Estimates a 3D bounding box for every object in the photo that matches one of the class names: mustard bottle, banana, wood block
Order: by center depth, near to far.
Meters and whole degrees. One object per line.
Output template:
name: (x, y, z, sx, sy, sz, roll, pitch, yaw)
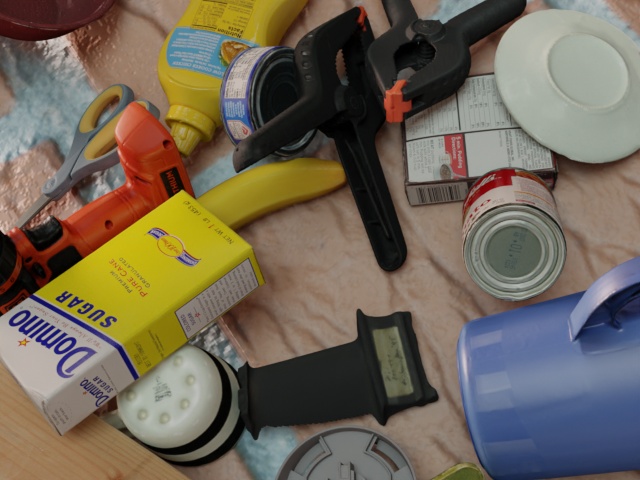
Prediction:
wood block: (-0.186, 0.172, 0.733, 0.206, 0.090, 0.090, 29, 37, 19)
banana: (-0.071, -0.010, 0.827, 0.198, 0.037, 0.069, -42, 83, -3)
mustard bottle: (-0.079, -0.155, 0.868, 0.096, 0.058, 0.191, 16, 74, 19)

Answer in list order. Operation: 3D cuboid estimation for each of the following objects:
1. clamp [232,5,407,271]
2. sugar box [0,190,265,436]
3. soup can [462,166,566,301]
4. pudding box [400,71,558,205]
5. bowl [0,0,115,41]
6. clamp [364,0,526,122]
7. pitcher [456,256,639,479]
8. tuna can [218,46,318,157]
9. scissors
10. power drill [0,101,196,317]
clamp: (0.019, -0.087, 0.805, 0.036, 0.164, 0.210, -23, 40, 39)
sugar box: (-0.136, 0.045, 0.741, 0.176, 0.048, 0.093, -36, 48, -21)
soup can: (0.131, -0.006, 0.728, 0.068, 0.102, 0.068, 2, 107, 7)
pudding box: (0.117, -0.079, 0.806, 0.113, 0.039, 0.090, -5, 66, 8)
bowl: (-0.258, -0.224, 0.912, 0.162, 0.055, 0.162, 17, 49, -21)
clamp: (0.092, -0.152, 0.814, 0.120, 0.039, 0.171, 1, 48, 16)
pitcher: (0.211, 0.074, 0.665, 0.243, 0.145, 0.149, -13, 90, 15)
tuna can: (-0.036, -0.107, 0.822, 0.034, 0.086, 0.086, 6, 70, 40)
scissors: (-0.215, -0.060, 0.884, 0.202, 0.016, 0.096, -34, 42, 14)
power drill: (-0.188, -0.018, 0.786, 0.187, 0.184, 0.057, -38, 67, -14)
